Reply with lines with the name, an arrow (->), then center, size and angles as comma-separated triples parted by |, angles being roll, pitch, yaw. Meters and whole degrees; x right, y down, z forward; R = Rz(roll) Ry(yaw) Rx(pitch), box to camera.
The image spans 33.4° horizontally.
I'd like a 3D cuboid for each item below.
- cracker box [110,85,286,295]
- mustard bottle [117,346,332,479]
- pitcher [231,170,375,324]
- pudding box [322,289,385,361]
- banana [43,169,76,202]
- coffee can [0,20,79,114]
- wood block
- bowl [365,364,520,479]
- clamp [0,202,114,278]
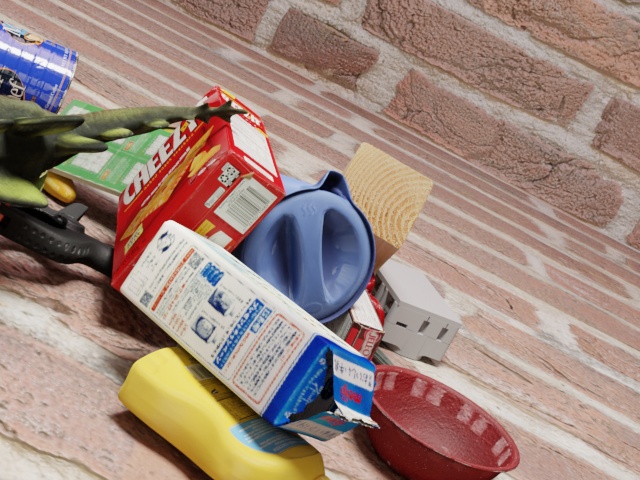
cracker box -> -0.121, -0.043, 1.008 | 0.072, 0.164, 0.214 | 38, 13, -22
mustard bottle -> -0.056, 0.153, 0.797 | 0.192, 0.058, 0.096 | 34, 10, 24
pitcher -> -0.057, 0.001, 1.080 | 0.243, 0.149, 0.145 | 30, -35, 64
pudding box -> 0.021, 0.101, 1.048 | 0.039, 0.090, 0.113 | 22, 15, -16
banana -> -0.310, -0.095, 1.241 | 0.069, 0.037, 0.198 | 22, 15, -16
coffee can -> -0.403, -0.228, 1.401 | 0.140, 0.103, 0.103 | 21, 16, -22
wood block -> 0.041, -0.018, 1.210 | 0.091, 0.090, 0.206 | 30, -21, -2
bowl -> 0.099, 0.181, 0.978 | 0.162, 0.055, 0.162 | 25, 15, -7
clamp -> -0.247, -0.009, 1.011 | 0.165, 0.036, 0.209 | 37, 7, 35
